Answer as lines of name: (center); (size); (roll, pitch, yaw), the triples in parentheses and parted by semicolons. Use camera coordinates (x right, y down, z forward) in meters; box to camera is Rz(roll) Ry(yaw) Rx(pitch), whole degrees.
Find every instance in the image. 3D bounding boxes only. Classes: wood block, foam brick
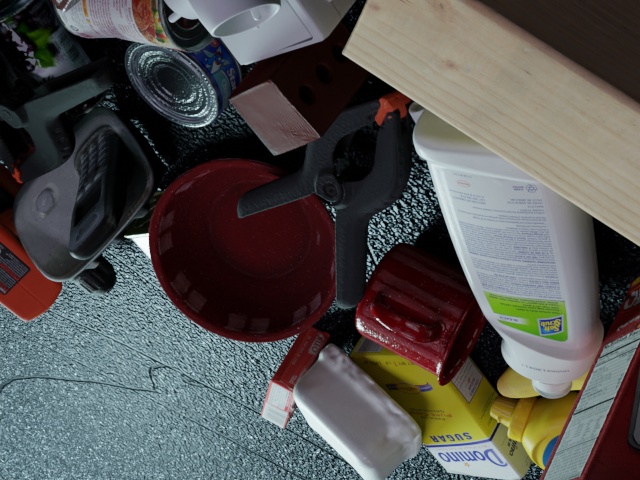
wood block: (0.129, -0.098, 0.583); (0.206, 0.090, 0.090); (33, 148, 1)
foam brick: (-0.012, -0.105, 0.710); (0.053, 0.078, 0.051); (48, 147, -22)

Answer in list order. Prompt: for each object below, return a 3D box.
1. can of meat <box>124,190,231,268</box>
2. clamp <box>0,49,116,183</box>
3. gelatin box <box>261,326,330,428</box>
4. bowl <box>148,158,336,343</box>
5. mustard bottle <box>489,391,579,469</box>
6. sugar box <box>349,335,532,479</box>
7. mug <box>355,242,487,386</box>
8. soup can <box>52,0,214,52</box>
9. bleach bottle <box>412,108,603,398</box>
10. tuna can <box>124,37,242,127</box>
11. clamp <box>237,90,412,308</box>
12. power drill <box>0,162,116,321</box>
can of meat: (-0.115, 0.001, 0.961); (0.102, 0.057, 0.084); (-5, 133, 45)
clamp: (-0.242, -0.117, 0.828); (0.164, 0.036, 0.210); (33, 149, 0)
gelatin box: (-0.024, 0.132, 1.037); (0.030, 0.073, 0.089); (28, 147, 8)
bowl: (-0.056, 0.001, 0.873); (0.162, 0.055, 0.162); (5, 114, 11)
mustard bottle: (0.232, 0.172, 0.878); (0.192, 0.058, 0.096); (21, 144, 20)
sugar box: (0.113, 0.146, 0.961); (0.094, 0.048, 0.176); (-6, 129, 47)
mug: (0.075, 0.055, 0.817); (0.082, 0.117, 0.093); (27, 108, 20)
soup can: (-0.126, -0.169, 0.735); (0.102, 0.068, 0.068); (13, 142, 31)
bleach bottle: (0.138, 0.016, 0.732); (0.103, 0.068, 0.251); (10, 137, 31)
tuna can: (-0.104, -0.127, 0.802); (0.086, 0.033, 0.086); (23, 146, 16)
clamp: (0.020, -0.031, 0.765); (0.120, 0.039, 0.172); (45, 130, 1)
power drill: (-0.276, 0.010, 1.025); (0.184, 0.057, 0.188); (42, -173, -15)
